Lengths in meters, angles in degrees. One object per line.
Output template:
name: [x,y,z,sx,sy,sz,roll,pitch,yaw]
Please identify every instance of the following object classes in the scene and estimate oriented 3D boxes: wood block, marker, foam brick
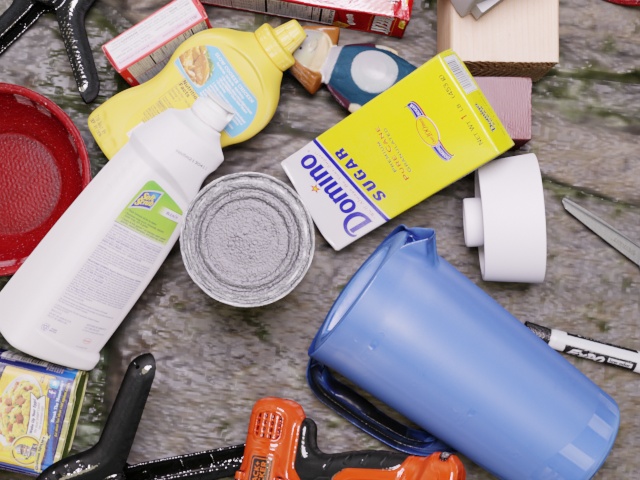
wood block: [0.147,-0.244,0.901,0.091,0.090,0.206,0,88,-1]
marker: [0.230,0.093,0.928,0.121,0.020,0.020,15,88,0]
foam brick: [0.147,-0.106,0.903,0.051,0.078,0.053,2,88,1]

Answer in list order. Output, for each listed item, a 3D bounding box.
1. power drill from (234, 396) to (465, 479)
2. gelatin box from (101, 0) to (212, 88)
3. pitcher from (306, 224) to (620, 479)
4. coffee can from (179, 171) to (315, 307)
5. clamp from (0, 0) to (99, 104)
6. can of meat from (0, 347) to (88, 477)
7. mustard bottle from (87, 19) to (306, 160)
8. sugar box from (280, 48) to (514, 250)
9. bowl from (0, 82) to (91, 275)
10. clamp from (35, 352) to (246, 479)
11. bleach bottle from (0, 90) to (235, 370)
power drill: [0.016,0.227,0.854,0.188,0.057,0.184,6,80,16]
gelatin box: [-0.135,-0.170,0.904,0.089,0.073,0.030,-33,88,-1]
pitcher: [0.114,0.114,0.881,0.243,0.149,0.145,37,73,-3]
coffee can: [-0.056,0.001,0.867,0.103,0.140,0.103,0,88,-1]
clamp: [-0.224,-0.201,0.921,0.120,0.039,0.171,23,88,-1]
can of meat: [-0.250,0.146,0.903,0.084,0.057,0.102,14,89,-3]
mustard bottle: [-0.093,-0.120,0.890,0.192,0.058,0.096,-35,99,12]
sugar box: [0.059,-0.070,0.875,0.176,0.048,0.093,-32,89,30]
bowl: [-0.271,-0.050,0.908,0.162,0.055,0.162,0,88,-1]
clamp: [-0.171,0.187,0.876,0.210,0.036,0.164,-32,127,0]
bleach bottle: [-0.153,-0.012,0.863,0.251,0.102,0.068,-49,52,9]
